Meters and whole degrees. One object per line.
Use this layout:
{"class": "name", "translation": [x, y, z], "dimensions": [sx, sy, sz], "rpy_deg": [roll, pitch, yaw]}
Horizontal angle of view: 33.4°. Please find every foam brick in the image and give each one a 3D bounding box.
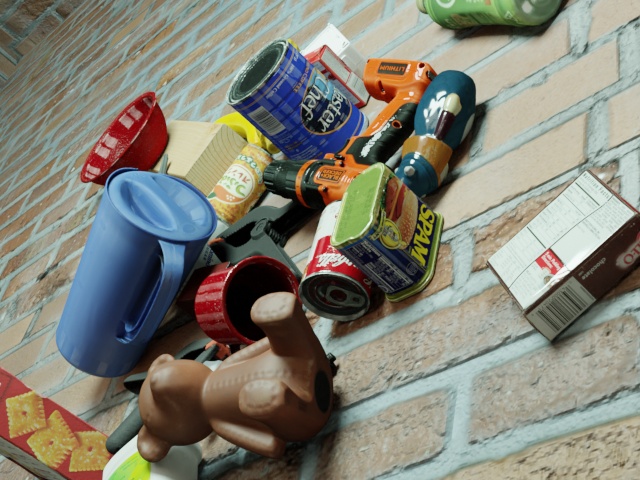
{"class": "foam brick", "translation": [-0.116, 0.063, 1.205], "dimensions": [0.078, 0.053, 0.051], "rpy_deg": [-13, 43, 52]}

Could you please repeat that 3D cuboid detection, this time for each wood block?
{"class": "wood block", "translation": [-0.165, -0.103, 1.473], "dimensions": [0.090, 0.090, 0.206], "rpy_deg": [-54, 26, -11]}

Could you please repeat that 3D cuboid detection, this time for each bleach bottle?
{"class": "bleach bottle", "translation": [-0.151, 0.281, 0.950], "dimensions": [0.103, 0.068, 0.251], "rpy_deg": [-41, 29, 16]}

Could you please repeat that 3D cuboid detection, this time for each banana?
{"class": "banana", "translation": [-0.106, -0.153, 1.501], "dimensions": [0.069, 0.037, 0.198], "rpy_deg": [-45, 26, -16]}

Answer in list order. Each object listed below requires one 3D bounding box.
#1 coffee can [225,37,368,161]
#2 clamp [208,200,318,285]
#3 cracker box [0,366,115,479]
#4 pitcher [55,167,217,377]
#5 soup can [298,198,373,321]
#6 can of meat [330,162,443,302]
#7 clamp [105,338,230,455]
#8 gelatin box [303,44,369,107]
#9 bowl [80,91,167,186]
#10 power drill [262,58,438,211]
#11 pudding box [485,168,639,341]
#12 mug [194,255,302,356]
{"class": "coffee can", "translation": [-0.027, -0.155, 1.263], "dimensions": [0.103, 0.140, 0.103], "rpy_deg": [-38, 27, 23]}
{"class": "clamp", "translation": [-0.058, 0.001, 1.216], "dimensions": [0.210, 0.036, 0.164], "rpy_deg": [-18, 38, 42]}
{"class": "cracker box", "translation": [-0.347, 0.199, 1.197], "dimensions": [0.164, 0.213, 0.072], "rpy_deg": [-7, 47, 55]}
{"class": "pitcher", "translation": [-0.223, 0.050, 1.246], "dimensions": [0.243, 0.145, 0.149], "rpy_deg": [-61, -9, 30]}
{"class": "soup can", "translation": [0.023, 0.018, 1.027], "dimensions": [0.069, 0.068, 0.102], "rpy_deg": [-27, 33, 38]}
{"class": "can of meat", "translation": [0.061, -0.009, 0.984], "dimensions": [0.058, 0.084, 0.102], "rpy_deg": [-28, 32, 38]}
{"class": "clamp", "translation": [-0.168, 0.165, 1.163], "dimensions": [0.172, 0.039, 0.120], "rpy_deg": [-33, 31, 30]}
{"class": "gelatin box", "translation": [0.007, -0.195, 1.322], "dimensions": [0.073, 0.089, 0.030], "rpy_deg": [-19, 38, 47]}
{"class": "bowl", "translation": [-0.265, -0.130, 1.499], "dimensions": [0.162, 0.055, 0.162], "rpy_deg": [-38, 28, 24]}
{"class": "power drill", "translation": [0.040, -0.111, 1.154], "dimensions": [0.185, 0.057, 0.187], "rpy_deg": [15, 66, 44]}
{"class": "pudding box", "translation": [0.189, 0.009, 0.809], "dimensions": [0.113, 0.039, 0.090], "rpy_deg": [-42, 25, 10]}
{"class": "mug", "translation": [-0.077, 0.078, 1.098], "dimensions": [0.082, 0.093, 0.117], "rpy_deg": [-13, 79, 58]}
